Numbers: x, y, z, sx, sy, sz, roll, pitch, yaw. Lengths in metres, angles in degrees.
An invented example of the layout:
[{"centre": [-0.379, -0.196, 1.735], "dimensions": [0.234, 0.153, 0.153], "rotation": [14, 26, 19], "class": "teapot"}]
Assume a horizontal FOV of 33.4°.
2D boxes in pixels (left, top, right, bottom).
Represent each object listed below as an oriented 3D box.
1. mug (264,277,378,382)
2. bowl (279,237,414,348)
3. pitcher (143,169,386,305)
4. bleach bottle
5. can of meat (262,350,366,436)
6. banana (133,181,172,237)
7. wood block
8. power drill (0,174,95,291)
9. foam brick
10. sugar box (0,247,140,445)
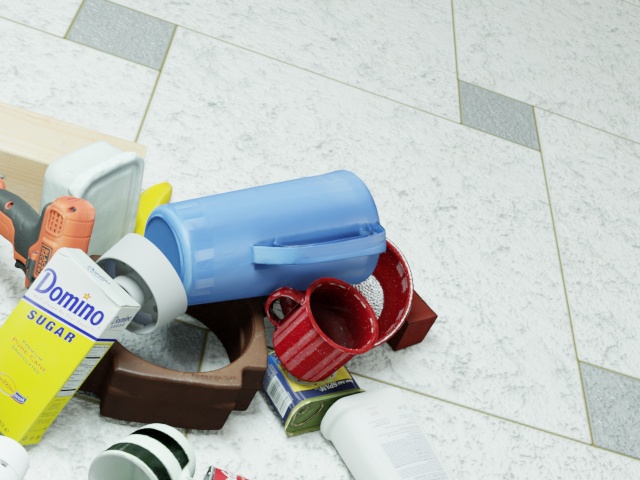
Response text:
[{"centre": [-0.008, 0.093, 1.143], "dimensions": [0.117, 0.082, 0.093], "rotation": [34, 41, -14], "class": "mug"}, {"centre": [0.032, 0.065, 1.292], "dimensions": [0.162, 0.055, 0.162], "rotation": [-2, 71, 5], "class": "bowl"}, {"centre": [-0.058, 0.001, 1.155], "dimensions": [0.242, 0.149, 0.145], "rotation": [-10, 60, -33], "class": "pitcher"}, {"centre": [0.100, 0.274, 1.119], "dimensions": [0.102, 0.068, 0.251], "rotation": [-7, 50, -34], "class": "bleach bottle"}, {"centre": [-0.013, 0.162, 1.192], "dimensions": [0.101, 0.057, 0.084], "rotation": [-7, 46, -35], "class": "can of meat"}, {"centre": [-0.201, -0.022, 1.302], "dimensions": [0.069, 0.037, 0.198], "rotation": [-1, 27, -18], "class": "banana"}, {"centre": [-0.325, -0.086, 1.285], "dimensions": [0.206, 0.091, 0.090], "rotation": [17, 39, -11], "class": "wood block"}, {"centre": [-0.322, 0.020, 1.129], "dimensions": [0.188, 0.184, 0.057], "rotation": [25, 14, 31], "class": "power drill"}, {"centre": [0.098, 0.091, 1.341], "dimensions": [0.051, 0.053, 0.078], "rotation": [-13, 50, -39], "class": "foam brick"}, {"centre": [-0.263, 0.102, 1.031], "dimensions": [0.093, 0.176, 0.048], "rotation": [40, 10, 18], "class": "sugar box"}]
